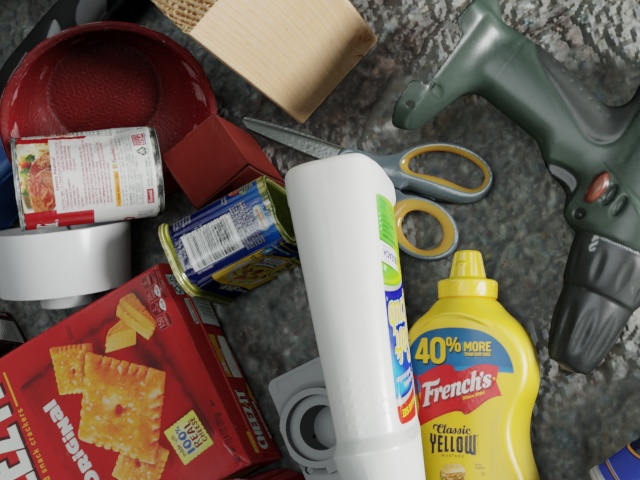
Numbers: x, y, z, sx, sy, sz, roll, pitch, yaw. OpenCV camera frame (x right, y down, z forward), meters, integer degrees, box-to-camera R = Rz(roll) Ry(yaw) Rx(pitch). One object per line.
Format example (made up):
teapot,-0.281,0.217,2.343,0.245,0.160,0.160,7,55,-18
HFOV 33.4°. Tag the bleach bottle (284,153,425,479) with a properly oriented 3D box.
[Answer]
bleach bottle,0.030,0.076,0.698,0.068,0.102,0.251,-12,73,13

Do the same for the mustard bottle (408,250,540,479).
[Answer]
mustard bottle,0.100,0.102,0.721,0.096,0.058,0.191,-4,79,32

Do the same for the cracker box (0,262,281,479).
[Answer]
cracker box,-0.161,0.138,0.798,0.214,0.072,0.164,-30,74,13

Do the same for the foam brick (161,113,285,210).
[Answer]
foam brick,-0.071,-0.052,0.794,0.053,0.078,0.051,-38,73,10

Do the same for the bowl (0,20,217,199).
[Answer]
bowl,-0.162,-0.101,0.815,0.162,0.162,0.055,-37,36,10

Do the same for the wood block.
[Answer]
wood block,-0.046,-0.166,0.735,0.090,0.206,0.091,44,96,19

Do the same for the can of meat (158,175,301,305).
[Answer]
can of meat,-0.055,0.001,0.768,0.084,0.102,0.057,-27,75,11

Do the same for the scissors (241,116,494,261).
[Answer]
scissors,0.027,-0.039,0.791,0.202,0.016,0.096,6,84,20

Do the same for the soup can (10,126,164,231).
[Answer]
soup can,-0.169,-0.045,0.773,0.102,0.069,0.068,-7,78,-14
